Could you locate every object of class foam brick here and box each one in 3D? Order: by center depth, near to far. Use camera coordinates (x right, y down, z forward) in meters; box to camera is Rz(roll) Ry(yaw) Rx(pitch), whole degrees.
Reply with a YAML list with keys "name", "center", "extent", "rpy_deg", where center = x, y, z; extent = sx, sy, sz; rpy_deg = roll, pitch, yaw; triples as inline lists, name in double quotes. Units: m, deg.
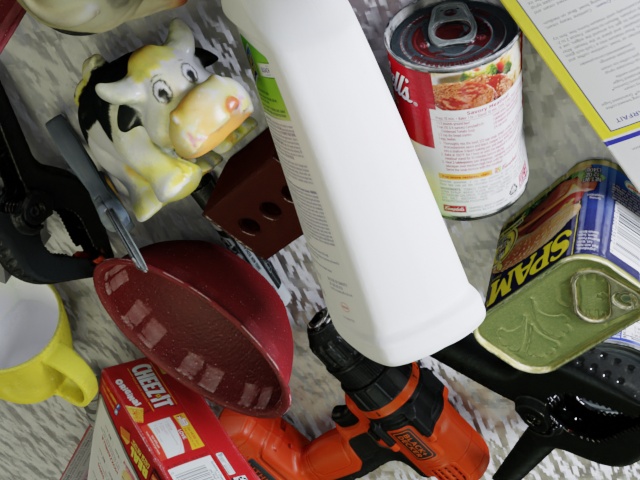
- name: "foam brick"
  center: [-0.023, -0.035, 0.642]
  extent: [0.053, 0.051, 0.078]
  rpy_deg: [37, 136, -18]

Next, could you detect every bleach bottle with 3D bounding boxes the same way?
- name: "bleach bottle"
  center: [0.004, -0.066, 0.541]
  extent: [0.103, 0.068, 0.251]
  rpy_deg: [27, 140, 68]

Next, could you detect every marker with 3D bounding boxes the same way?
- name: "marker"
  center: [-0.055, 0.001, 0.716]
  extent: [0.020, 0.020, 0.121]
  rpy_deg: [-9, 131, 29]

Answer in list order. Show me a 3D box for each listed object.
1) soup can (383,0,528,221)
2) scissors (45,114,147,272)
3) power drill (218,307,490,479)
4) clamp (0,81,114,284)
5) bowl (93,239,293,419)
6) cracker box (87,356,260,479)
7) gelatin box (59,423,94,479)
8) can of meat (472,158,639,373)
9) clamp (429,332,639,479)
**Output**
- name: "soup can"
  center: [0.073, -0.069, 0.556]
  extent: [0.069, 0.068, 0.102]
  rpy_deg: [4, 136, 18]
- name: "scissors"
  center: [-0.133, -0.032, 0.626]
  extent: [0.096, 0.016, 0.202]
  rpy_deg: [57, 173, -10]
- name: "power drill"
  center: [0.007, 0.135, 0.805]
  extent: [0.188, 0.057, 0.184]
  rpy_deg: [-24, 119, 39]
- name: "clamp"
  center: [-0.203, -0.016, 0.689]
  extent: [0.039, 0.120, 0.171]
  rpy_deg: [16, 153, 46]
- name: "bowl"
  center: [-0.075, 0.051, 0.730]
  extent: [0.162, 0.055, 0.162]
  rpy_deg: [27, 150, 17]
- name: "cracker box"
  center: [-0.121, 0.221, 0.844]
  extent: [0.164, 0.072, 0.214]
  rpy_deg: [48, 138, 38]
- name: "gelatin box"
  center: [-0.213, 0.220, 0.957]
  extent: [0.030, 0.089, 0.073]
  rpy_deg: [18, 138, 5]
- name: "can of meat"
  center: [0.139, 0.014, 0.605]
  extent: [0.057, 0.084, 0.102]
  rpy_deg: [33, 137, -13]
- name: "clamp"
  center: [0.134, 0.094, 0.672]
  extent: [0.164, 0.036, 0.210]
  rpy_deg: [50, 151, -12]
